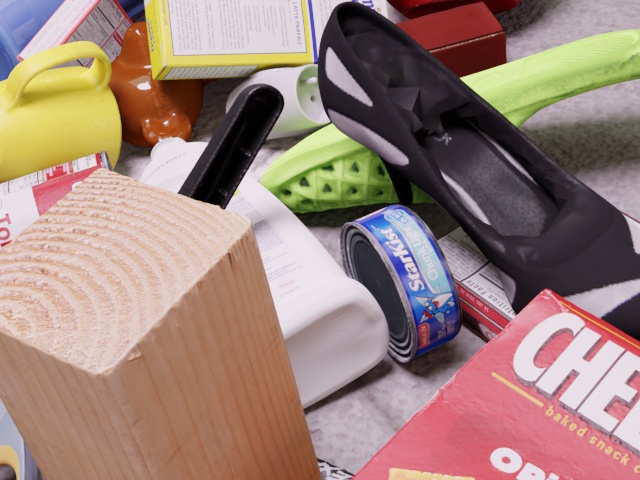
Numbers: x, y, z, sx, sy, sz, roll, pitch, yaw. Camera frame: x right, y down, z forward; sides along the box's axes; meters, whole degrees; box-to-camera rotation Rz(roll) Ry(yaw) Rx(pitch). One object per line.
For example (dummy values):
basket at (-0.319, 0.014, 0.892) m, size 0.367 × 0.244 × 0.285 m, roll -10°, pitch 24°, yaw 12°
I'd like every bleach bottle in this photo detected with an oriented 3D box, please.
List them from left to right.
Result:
bleach bottle at (-0.054, 0.001, 0.674) m, size 0.102 × 0.068 × 0.251 m, roll -30°, pitch 40°, yaw -4°

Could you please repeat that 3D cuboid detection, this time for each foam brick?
foam brick at (0.096, -0.138, 0.805) m, size 0.078 × 0.053 × 0.051 m, roll -15°, pitch 40°, yaw -4°

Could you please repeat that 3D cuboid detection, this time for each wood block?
wood block at (-0.067, 0.083, 0.474) m, size 0.090 × 0.206 × 0.090 m, roll 19°, pitch 49°, yaw 31°

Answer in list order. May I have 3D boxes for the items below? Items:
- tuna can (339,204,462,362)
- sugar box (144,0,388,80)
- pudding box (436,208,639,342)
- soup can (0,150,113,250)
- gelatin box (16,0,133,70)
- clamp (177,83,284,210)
tuna can at (0.045, 0.024, 0.607) m, size 0.033 × 0.086 × 0.086 m, roll -23°, pitch 41°, yaw -15°
sugar box at (-0.038, -0.168, 0.783) m, size 0.176 × 0.093 × 0.048 m, roll -4°, pitch -5°, yaw -23°
pudding box at (0.128, 0.013, 0.634) m, size 0.113 × 0.039 × 0.090 m, roll -32°, pitch 44°, yaw -18°
soup can at (-0.184, -0.014, 0.722) m, size 0.102 × 0.068 × 0.068 m, roll -18°, pitch 41°, yaw -6°
gelatin box at (-0.192, -0.157, 0.862) m, size 0.030 × 0.073 × 0.089 m, roll 33°, pitch 81°, yaw 23°
clamp at (-0.086, 0.011, 0.604) m, size 0.210 × 0.036 × 0.164 m, roll -22°, pitch 54°, yaw 46°
